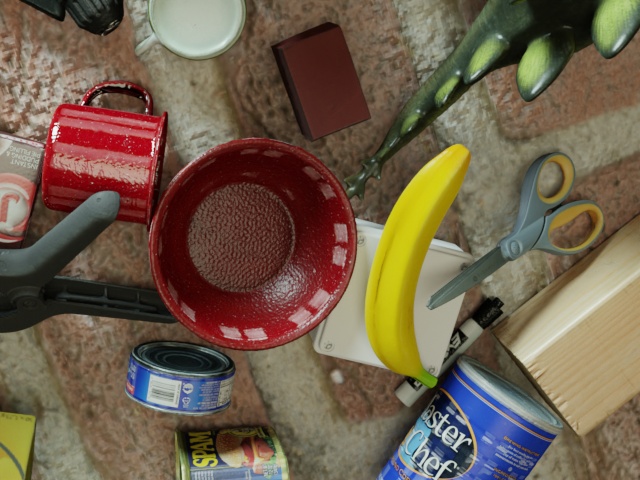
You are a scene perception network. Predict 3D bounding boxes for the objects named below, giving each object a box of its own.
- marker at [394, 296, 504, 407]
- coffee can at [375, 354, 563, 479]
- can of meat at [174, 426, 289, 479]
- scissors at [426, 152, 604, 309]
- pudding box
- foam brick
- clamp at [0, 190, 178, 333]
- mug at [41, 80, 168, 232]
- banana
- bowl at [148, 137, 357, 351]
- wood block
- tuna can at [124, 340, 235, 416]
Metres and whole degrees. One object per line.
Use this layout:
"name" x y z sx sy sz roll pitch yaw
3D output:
"marker" 0.112 0.094 0.915 0.121 0.020 0.020 -46 105 3
"coffee can" 0.121 0.182 0.894 0.102 0.103 0.140 32 97 -14
"can of meat" -0.073 0.191 0.867 0.084 0.102 0.057 -2 103 -10
"scissors" 0.153 -0.014 0.857 0.201 0.016 0.096 -14 92 -33
"pudding box" -0.273 -0.043 0.813 0.113 0.039 0.090 14 101 -12
"foam brick" 0.000 -0.124 0.829 0.051 0.053 0.078 -21 105 -4
"clamp" -0.213 0.038 0.821 0.210 0.036 0.164 -15 143 13
"mug" -0.160 -0.069 0.806 0.081 0.093 0.117 8 71 -6
"banana" 0.070 0.021 0.825 0.069 0.037 0.198 -3 108 -36
"bowl" -0.055 0.001 0.824 0.162 0.055 0.162 -2 97 -16
"wood block" 0.259 0.057 0.893 0.206 0.090 0.091 -38 105 2
"tuna can" -0.111 0.108 0.849 0.086 0.086 0.034 8 100 -11
